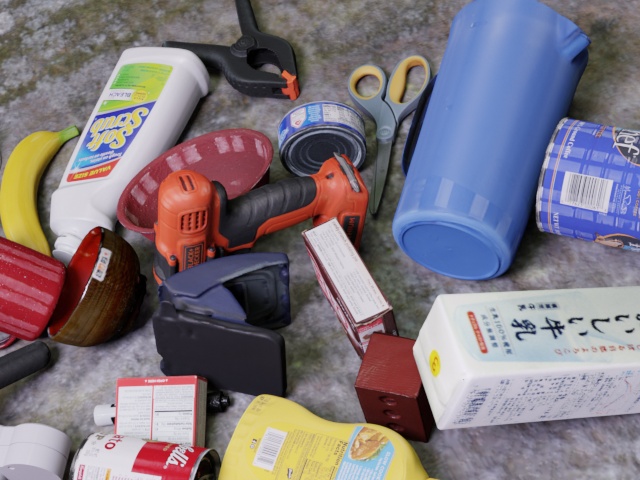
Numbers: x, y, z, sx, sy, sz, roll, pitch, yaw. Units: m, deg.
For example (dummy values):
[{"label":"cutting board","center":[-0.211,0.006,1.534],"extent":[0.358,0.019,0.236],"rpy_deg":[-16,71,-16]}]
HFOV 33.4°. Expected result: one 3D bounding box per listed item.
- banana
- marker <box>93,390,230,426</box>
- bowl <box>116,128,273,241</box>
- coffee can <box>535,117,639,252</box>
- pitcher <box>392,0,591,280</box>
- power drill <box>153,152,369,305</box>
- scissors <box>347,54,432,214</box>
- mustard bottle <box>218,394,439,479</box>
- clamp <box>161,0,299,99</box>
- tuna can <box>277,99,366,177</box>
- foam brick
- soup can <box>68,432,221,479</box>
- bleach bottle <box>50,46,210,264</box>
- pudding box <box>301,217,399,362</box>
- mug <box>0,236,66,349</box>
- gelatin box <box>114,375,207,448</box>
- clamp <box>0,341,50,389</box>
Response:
[{"label":"banana","center":[-0.300,-0.049,1.109],"extent":[0.070,0.037,0.198],"rpy_deg":[-8,53,11]},{"label":"marker","center":[-0.138,0.146,0.931],"extent":[0.121,0.020,0.020],"rpy_deg":[-8,53,10]},{"label":"bowl","center":[-0.111,-0.040,1.021],"extent":[0.162,0.055,0.162],"rpy_deg":[-17,33,11]},{"label":"coffee can","center":[0.266,-0.042,0.902],"extent":[0.140,0.103,0.102],"rpy_deg":[14,59,24]},{"label":"pitcher","center":[0.143,-0.088,0.968],"extent":[0.145,0.149,0.242],"rpy_deg":[18,63,9]},{"label":"power drill","center":[-0.056,0.001,0.944],"extent":[0.187,0.184,0.057],"rpy_deg":[-14,53,-20]},{"label":"scissors","center":[0.050,-0.113,1.072],"extent":[0.096,0.016,0.201],"rpy_deg":[13,59,26]},{"label":"mustard bottle","center":[0.021,0.187,0.831],"extent":[0.192,0.058,0.096],"rpy_deg":[11,60,23]},{"label":"clamp","center":[-0.078,-0.212,1.167],"extent":[0.172,0.039,0.120],"rpy_deg":[30,72,25]},{"label":"tuna can","center":[0.002,-0.094,1.027],"extent":[0.086,0.086,0.034],"rpy_deg":[-10,54,8]},{"label":"foam brick","center":[0.065,0.118,0.857],"extent":[0.053,0.078,0.051],"rpy_deg":[9,56,21]},{"label":"soup can","center":[-0.137,0.190,0.838],"extent":[0.102,0.068,0.068],"rpy_deg":[5,56,16]},{"label":"bleach bottle","center":[-0.203,-0.085,1.094],"extent":[0.103,0.068,0.250],"rpy_deg":[7,59,22]},{"label":"pudding box","center":[0.028,0.049,0.911],"extent":[0.039,0.090,0.113],"rpy_deg":[-28,52,-6]},{"label":"mug","center":[-0.295,0.054,0.995],"extent":[0.117,0.081,0.093],"rpy_deg":[-60,22,14]},{"label":"gelatin box","center":[-0.135,0.160,0.898],"extent":[0.073,0.030,0.089],"rpy_deg":[-4,75,13]},{"label":"clamp","center":[-0.351,0.143,0.920],"extent":[0.165,0.036,0.209],"rpy_deg":[-9,15,19]}]
